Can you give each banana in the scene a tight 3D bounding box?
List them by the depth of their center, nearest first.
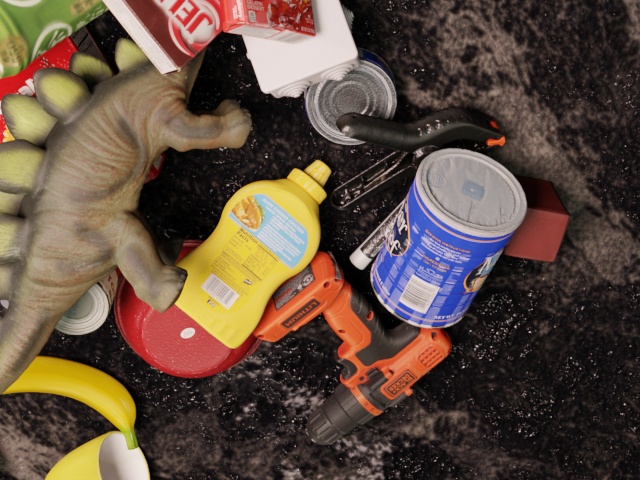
[{"bbox_3d":[-0.267,0.153,1.097,0.197,0.069,0.037,23,139,-23],"label":"banana"}]

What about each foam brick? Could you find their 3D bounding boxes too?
[{"bbox_3d":[0.197,-0.022,1.014,0.051,0.078,0.053,9,116,-8],"label":"foam brick"}]

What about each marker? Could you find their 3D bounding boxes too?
[{"bbox_3d":[0.074,-0.019,1.046,0.020,0.020,0.121,36,111,-17],"label":"marker"}]

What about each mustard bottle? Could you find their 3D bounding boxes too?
[{"bbox_3d":[-0.057,0.001,1.009,0.096,0.058,0.191,40,85,-3],"label":"mustard bottle"}]

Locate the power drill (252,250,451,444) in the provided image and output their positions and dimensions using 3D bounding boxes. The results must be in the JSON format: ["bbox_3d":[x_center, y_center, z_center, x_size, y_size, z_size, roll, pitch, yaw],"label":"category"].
[{"bbox_3d":[0.014,0.111,1.076,0.184,0.057,0.187,-41,122,11],"label":"power drill"}]

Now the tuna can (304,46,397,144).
[{"bbox_3d":[0.028,-0.132,0.980,0.086,0.033,0.086,0,117,-1],"label":"tuna can"}]

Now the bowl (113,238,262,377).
[{"bbox_3d":[-0.131,0.082,1.074,0.162,0.055,0.162,0,116,-1],"label":"bowl"}]

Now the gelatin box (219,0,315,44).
[{"bbox_3d":[-0.044,-0.202,0.864,0.030,0.089,0.073,-10,85,39],"label":"gelatin box"}]

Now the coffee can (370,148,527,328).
[{"bbox_3d":[0.116,0.000,0.986,0.102,0.102,0.140,14,136,-8],"label":"coffee can"}]

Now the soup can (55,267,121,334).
[{"bbox_3d":[-0.228,0.036,1.023,0.068,0.102,0.068,0,116,-1],"label":"soup can"}]

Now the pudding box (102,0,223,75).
[{"bbox_3d":[-0.124,-0.203,0.850,0.113,0.039,0.090,50,64,-20],"label":"pudding box"}]

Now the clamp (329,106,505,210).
[{"bbox_3d":[0.086,-0.090,0.975,0.171,0.039,0.120,-20,152,-6],"label":"clamp"}]
